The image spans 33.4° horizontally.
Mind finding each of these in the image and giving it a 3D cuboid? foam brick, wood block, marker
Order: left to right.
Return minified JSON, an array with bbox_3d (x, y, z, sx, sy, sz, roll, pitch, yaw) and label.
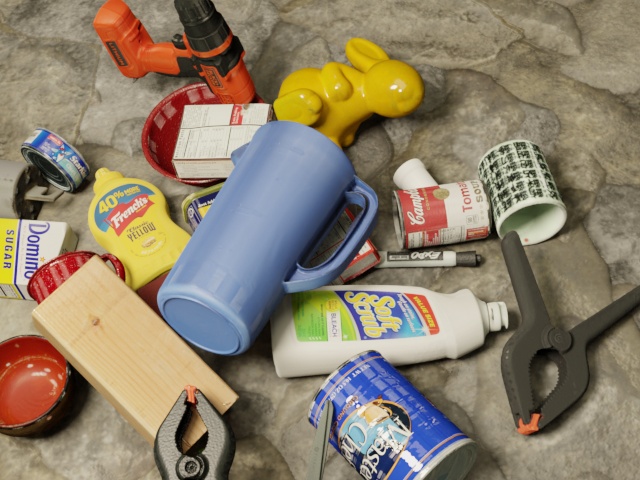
[{"bbox_3d":[-0.191,0.125,1.101,0.206,0.090,0.090,45,71,2],"label":"wood block"},{"bbox_3d":[-0.159,0.069,1.204,0.078,0.053,0.051,-29,57,-12],"label":"foam brick"},{"bbox_3d":[0.121,0.021,1.210,0.121,0.020,0.020,-1,57,9],"label":"marker"}]

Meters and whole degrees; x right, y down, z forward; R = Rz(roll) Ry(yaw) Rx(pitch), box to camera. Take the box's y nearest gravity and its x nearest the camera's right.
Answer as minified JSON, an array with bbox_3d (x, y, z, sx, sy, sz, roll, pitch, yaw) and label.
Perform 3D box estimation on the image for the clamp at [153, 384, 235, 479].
[{"bbox_3d":[-0.109,0.224,1.011,0.120,0.039,0.171,5,70,1],"label":"clamp"}]

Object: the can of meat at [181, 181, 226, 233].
[{"bbox_3d":[-0.099,-0.020,1.246,0.102,0.057,0.084,-21,57,-16],"label":"can of meat"}]

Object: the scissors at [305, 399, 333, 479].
[{"bbox_3d":[0.005,0.252,0.983,0.096,0.016,0.201,21,68,19],"label":"scissors"}]

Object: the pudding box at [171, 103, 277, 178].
[{"bbox_3d":[-0.112,-0.118,1.261,0.113,0.039,0.090,-1,55,12],"label":"pudding box"}]

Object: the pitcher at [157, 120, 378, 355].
[{"bbox_3d":[-0.057,0.001,1.118,0.149,0.145,0.242,-20,32,50],"label":"pitcher"}]

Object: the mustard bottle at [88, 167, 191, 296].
[{"bbox_3d":[-0.221,-0.019,1.270,0.096,0.058,0.192,-29,57,-12],"label":"mustard bottle"}]

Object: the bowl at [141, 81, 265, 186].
[{"bbox_3d":[-0.137,-0.122,1.325,0.162,0.055,0.162,-4,56,6],"label":"bowl"}]

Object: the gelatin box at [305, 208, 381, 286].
[{"bbox_3d":[0.014,0.015,1.215,0.089,0.030,0.073,-33,53,1],"label":"gelatin box"}]

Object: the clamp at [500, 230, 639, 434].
[{"bbox_3d":[0.234,0.098,1.112,0.164,0.036,0.210,28,67,1],"label":"clamp"}]

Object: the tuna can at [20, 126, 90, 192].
[{"bbox_3d":[-0.329,-0.099,1.324,0.086,0.086,0.033,27,66,24],"label":"tuna can"}]

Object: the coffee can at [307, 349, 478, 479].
[{"bbox_3d":[0.070,0.192,1.055,0.102,0.103,0.140,-38,59,-16],"label":"coffee can"}]

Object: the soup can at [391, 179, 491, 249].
[{"bbox_3d":[0.137,-0.030,1.209,0.102,0.068,0.068,-8,56,-2],"label":"soup can"}]

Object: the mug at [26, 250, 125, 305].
[{"bbox_3d":[-0.263,0.064,1.197,0.117,0.093,0.081,-39,61,13],"label":"mug"}]

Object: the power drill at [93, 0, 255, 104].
[{"bbox_3d":[-0.180,-0.240,1.278,0.188,0.184,0.057,17,60,31],"label":"power drill"}]

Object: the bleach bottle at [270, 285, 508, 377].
[{"bbox_3d":[0.073,0.087,1.151,0.251,0.068,0.102,-6,53,2],"label":"bleach bottle"}]

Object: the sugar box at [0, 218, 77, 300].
[{"bbox_3d":[-0.389,0.020,1.278,0.176,0.048,0.093,2,57,11],"label":"sugar box"}]
